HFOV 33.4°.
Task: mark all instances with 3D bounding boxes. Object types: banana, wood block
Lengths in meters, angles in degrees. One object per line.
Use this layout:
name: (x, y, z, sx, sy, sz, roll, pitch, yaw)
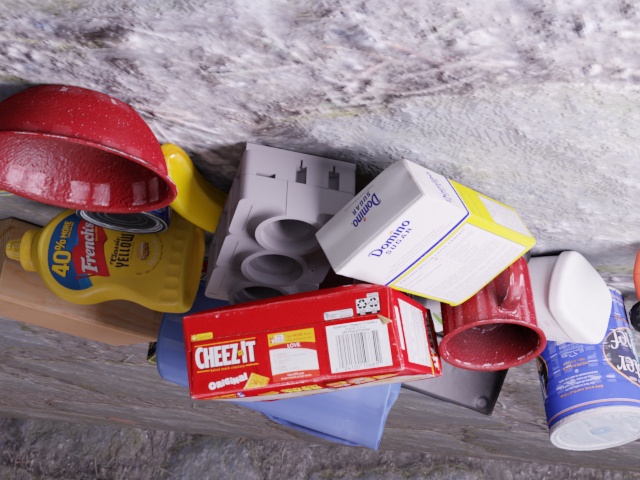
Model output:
banana: (-0.087, -0.036, 0.912, 0.070, 0.037, 0.197, -35, 148, 24)
wood block: (-0.283, 0.051, 1.196, 0.205, 0.090, 0.091, 21, 159, -39)

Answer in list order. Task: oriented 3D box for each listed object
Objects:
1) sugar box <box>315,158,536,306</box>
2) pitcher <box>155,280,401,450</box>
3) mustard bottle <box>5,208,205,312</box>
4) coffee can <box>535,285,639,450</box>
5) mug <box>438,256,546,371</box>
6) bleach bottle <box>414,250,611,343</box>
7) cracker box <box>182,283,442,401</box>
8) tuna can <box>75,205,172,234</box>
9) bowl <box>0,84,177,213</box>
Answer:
sugar box: (0.085, -0.002, 0.829, 0.093, 0.048, 0.175, -42, 145, 22)
pitcher: (-0.038, 0.126, 1.087, 0.243, 0.149, 0.145, 14, -179, 8)
mustard bottle: (-0.211, 0.014, 1.023, 0.192, 0.096, 0.058, 4, 164, 13)
coffee can: (0.271, 0.129, 1.082, 0.103, 0.140, 0.103, -3, 149, -2)
mug: (0.149, 0.052, 0.931, 0.093, 0.081, 0.117, 4, 146, -9)
bleach bottle: (0.156, 0.058, 1.075, 0.251, 0.068, 0.102, -1, 150, 42)
cracker box: (0.002, 0.088, 0.873, 0.164, 0.072, 0.213, -10, 170, 13)
tuna can: (-0.175, -0.034, 0.953, 0.086, 0.034, 0.086, 7, 164, 2)
bowl: (-0.181, -0.071, 0.786, 0.162, 0.055, 0.162, 7, 164, 2)
